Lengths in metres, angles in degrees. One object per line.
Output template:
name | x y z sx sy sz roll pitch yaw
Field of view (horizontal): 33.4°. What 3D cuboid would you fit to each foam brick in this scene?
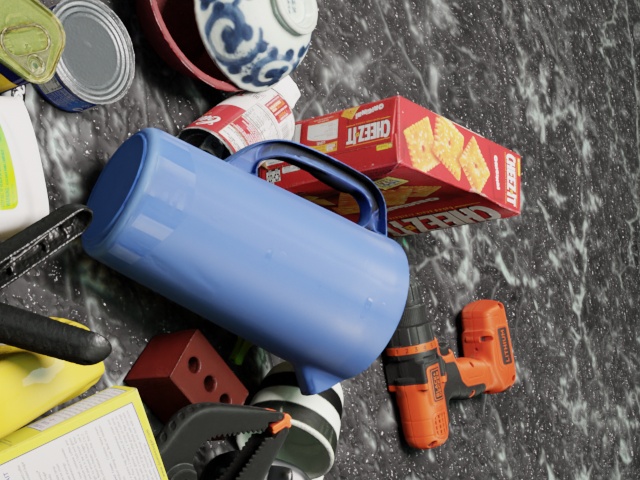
foam brick | -0.105 0.116 0.848 0.078 0.051 0.053 55 43 -28

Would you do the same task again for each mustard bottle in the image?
mustard bottle | -0.229 0.109 0.654 0.191 0.096 0.058 -31 107 -51

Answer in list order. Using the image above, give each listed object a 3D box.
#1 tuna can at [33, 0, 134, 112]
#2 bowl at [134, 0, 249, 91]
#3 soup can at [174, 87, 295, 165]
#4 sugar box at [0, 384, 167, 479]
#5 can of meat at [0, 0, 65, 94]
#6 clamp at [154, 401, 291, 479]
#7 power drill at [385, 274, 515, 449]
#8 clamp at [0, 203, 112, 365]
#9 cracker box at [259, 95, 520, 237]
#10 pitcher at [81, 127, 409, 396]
tuna can | -0.187 -0.143 0.825 0.086 0.034 0.086 17 68 -49
bowl | -0.108 -0.202 0.922 0.161 0.055 0.162 17 68 -49
soup can | -0.074 -0.087 0.927 0.102 0.069 0.068 -46 117 -48
sugar box | -0.188 0.171 0.694 0.175 0.048 0.093 -22 99 -30
can of meat | -0.239 -0.140 0.716 0.102 0.084 0.057 37 53 -41
clamp | -0.115 0.174 0.787 0.209 0.036 0.164 -35 109 -26
power drill | 0.136 0.115 1.155 0.187 0.057 0.184 -11 93 -50
clamp | -0.215 0.029 0.667 0.039 0.171 0.120 95 -8 -46
cracker box | 0.071 -0.063 1.027 0.213 0.164 0.072 18 69 -48
pitcher | -0.056 0.001 0.844 0.242 0.145 0.149 28 29 -27
